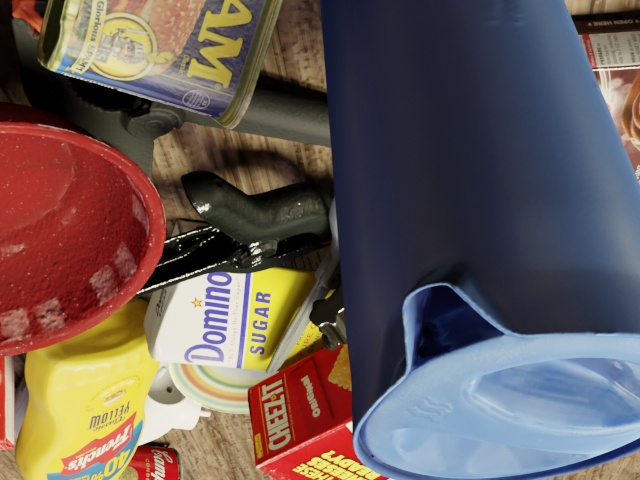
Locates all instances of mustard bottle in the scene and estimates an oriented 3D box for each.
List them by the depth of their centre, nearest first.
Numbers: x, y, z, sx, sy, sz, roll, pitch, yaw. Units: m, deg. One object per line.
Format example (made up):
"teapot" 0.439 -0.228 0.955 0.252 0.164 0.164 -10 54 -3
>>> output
"mustard bottle" -0.169 0.132 0.761 0.096 0.058 0.192 -21 141 -42

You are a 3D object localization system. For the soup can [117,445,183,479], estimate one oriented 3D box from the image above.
"soup can" -0.180 0.208 0.928 0.102 0.068 0.069 14 142 -28

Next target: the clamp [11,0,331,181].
"clamp" -0.074 -0.074 0.544 0.165 0.036 0.209 -18 150 13

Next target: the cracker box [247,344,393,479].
"cracker box" 0.084 0.112 0.719 0.214 0.072 0.164 -29 135 19

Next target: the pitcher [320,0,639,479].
"pitcher" 0.070 -0.024 0.457 0.145 0.243 0.149 2 146 -13

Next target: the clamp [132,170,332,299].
"clamp" -0.054 0.001 0.606 0.120 0.039 0.171 -28 164 31

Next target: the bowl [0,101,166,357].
"bowl" -0.157 -0.012 0.504 0.162 0.055 0.162 -13 142 -11

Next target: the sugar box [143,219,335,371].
"sugar box" -0.021 0.044 0.709 0.176 0.048 0.093 6 128 -23

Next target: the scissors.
"scissors" 0.023 0.007 0.651 0.096 0.016 0.202 -26 152 -33

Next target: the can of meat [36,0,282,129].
"can of meat" -0.064 -0.108 0.445 0.083 0.057 0.102 14 102 -24
